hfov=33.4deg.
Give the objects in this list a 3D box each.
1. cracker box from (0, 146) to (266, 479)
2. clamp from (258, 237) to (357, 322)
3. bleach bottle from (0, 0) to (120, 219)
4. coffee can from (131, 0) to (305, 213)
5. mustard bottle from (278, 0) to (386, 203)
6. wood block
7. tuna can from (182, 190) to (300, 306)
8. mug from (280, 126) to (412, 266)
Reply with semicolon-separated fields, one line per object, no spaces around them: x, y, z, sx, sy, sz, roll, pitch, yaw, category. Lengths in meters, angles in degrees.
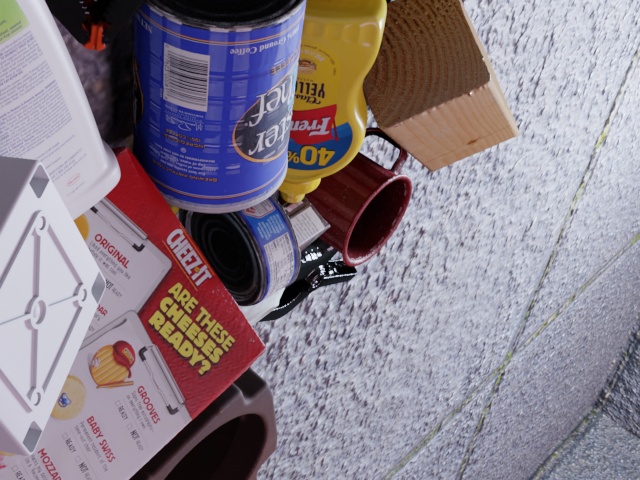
-0.162;0.071;0.646;0.213;0.072;0.164;-43;112;-26;cracker box
-0.009;0.019;1.002;0.171;0.039;0.120;-30;145;-43;clamp
-0.169;-0.101;0.514;0.102;0.068;0.251;-40;151;-25;bleach bottle
-0.065;-0.102;0.656;0.102;0.103;0.140;-36;150;-36;coffee can
-0.013;-0.099;0.770;0.192;0.096;0.058;99;3;-48;mustard bottle
0.096;-0.127;0.871;0.091;0.090;0.206;-23;169;13;wood block
-0.055;0.001;0.718;0.033;0.086;0.086;-31;147;-35;tuna can
0.027;-0.047;0.927;0.117;0.082;0.093;-55;156;1;mug
